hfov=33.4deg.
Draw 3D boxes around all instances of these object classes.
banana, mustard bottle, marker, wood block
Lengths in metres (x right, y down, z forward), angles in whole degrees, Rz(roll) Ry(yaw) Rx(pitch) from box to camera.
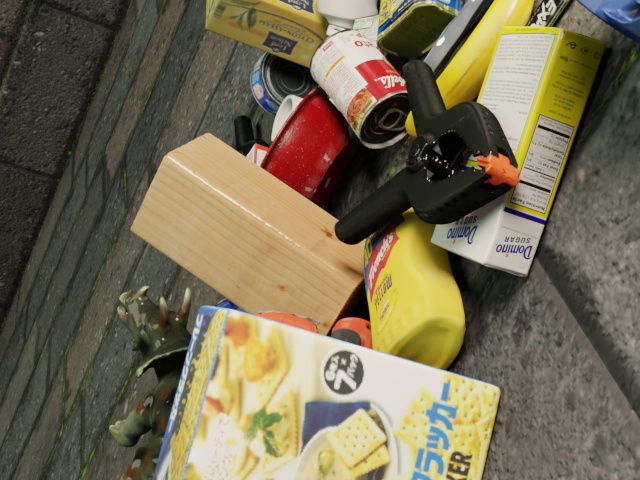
[{"bbox_3d":[0.128,-0.147,0.908,0.198,0.037,0.069,-53,5,36],"label":"banana"},{"bbox_3d":[0.070,0.023,0.879,0.191,0.058,0.096,-95,24,-46],"label":"mustard bottle"},{"bbox_3d":[0.175,-0.176,0.828,0.121,0.020,0.020,-58,26,33],"label":"marker"},{"bbox_3d":[-0.056,0.001,0.980,0.090,0.206,0.090,-60,-9,28],"label":"wood block"}]

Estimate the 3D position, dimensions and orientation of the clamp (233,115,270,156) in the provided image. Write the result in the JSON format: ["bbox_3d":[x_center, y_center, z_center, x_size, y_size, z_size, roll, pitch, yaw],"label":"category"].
[{"bbox_3d":[-0.099,-0.110,1.422,0.172,0.039,0.120,12,89,62],"label":"clamp"}]

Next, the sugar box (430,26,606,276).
[{"bbox_3d":[0.144,-0.068,0.790,0.093,0.048,0.176,-149,74,-69],"label":"sugar box"}]

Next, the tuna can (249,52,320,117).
[{"bbox_3d":[-0.039,-0.191,1.273,0.034,0.086,0.086,-20,55,62],"label":"tuna can"}]

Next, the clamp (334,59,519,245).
[{"bbox_3d":[0.080,-0.053,0.814,0.164,0.036,0.210,-65,24,6],"label":"clamp"}]

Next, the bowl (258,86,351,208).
[{"bbox_3d":[-0.014,-0.073,1.081,0.162,0.055,0.162,-57,-9,-15],"label":"bowl"}]

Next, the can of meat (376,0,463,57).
[{"bbox_3d":[0.096,-0.233,1.017,0.102,0.057,0.084,-32,46,59],"label":"can of meat"}]

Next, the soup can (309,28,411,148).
[{"bbox_3d":[0.042,-0.145,1.017,0.102,0.068,0.069,56,129,33],"label":"soup can"}]

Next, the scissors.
[{"bbox_3d":[0.136,-0.209,0.914,0.202,0.016,0.096,-57,-3,35],"label":"scissors"}]

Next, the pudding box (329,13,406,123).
[{"bbox_3d":[0.051,-0.177,1.109,0.090,0.039,0.113,19,89,69],"label":"pudding box"}]
